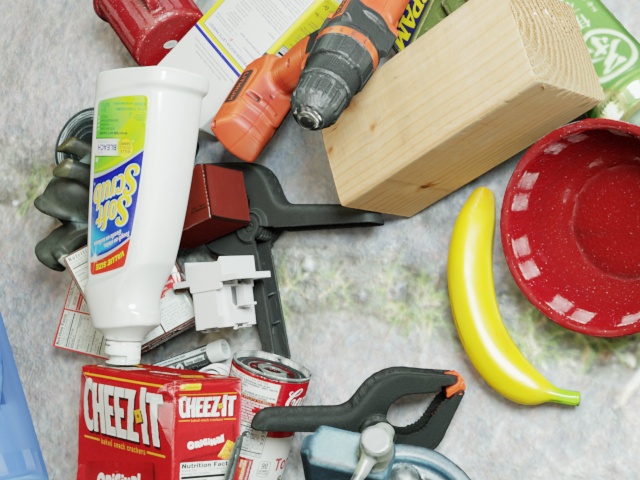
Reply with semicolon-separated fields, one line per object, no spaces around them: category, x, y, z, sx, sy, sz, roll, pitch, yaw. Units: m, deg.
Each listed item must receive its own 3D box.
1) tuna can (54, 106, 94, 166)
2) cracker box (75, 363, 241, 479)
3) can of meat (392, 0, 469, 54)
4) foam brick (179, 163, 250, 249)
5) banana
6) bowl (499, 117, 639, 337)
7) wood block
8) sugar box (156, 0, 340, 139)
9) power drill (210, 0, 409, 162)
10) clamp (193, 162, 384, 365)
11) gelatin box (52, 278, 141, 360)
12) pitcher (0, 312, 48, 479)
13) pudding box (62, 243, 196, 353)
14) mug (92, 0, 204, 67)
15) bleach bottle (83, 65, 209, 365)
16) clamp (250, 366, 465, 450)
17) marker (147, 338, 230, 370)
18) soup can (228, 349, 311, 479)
tuna can;-0.227;-0.091;1.081;0.086;0.033;0.086;-8;73;25
cracker box;-0.141;0.214;0.881;0.164;0.071;0.214;-2;85;51
can of meat;0.088;-0.209;0.922;0.084;0.057;0.102;60;145;29
foam brick;-0.110;-0.029;0.956;0.078;0.051;0.053;-21;72;36
banana;0.139;0.052;0.857;0.069;0.037;0.198;-18;69;-5
bowl;0.219;-0.011;0.803;0.162;0.055;0.162;6;99;39
wood block;0.105;-0.105;0.843;0.207;0.090;0.090;-32;62;40
sugar box;-0.070;-0.191;1.024;0.176;0.048;0.093;-45;62;13
power drill;-0.014;-0.132;0.888;0.188;0.057;0.184;-25;28;49
clamp;-0.056;0.001;0.967;0.210;0.036;0.164;34;99;33
gelatin box;-0.207;0.077;1.027;0.089;0.030;0.073;9;81;28
pitcher;-0.344;0.141;1.019;0.145;0.149;0.243;-26;68;-2
pudding box;-0.170;0.044;0.979;0.090;0.039;0.113;-29;82;-3
mug;-0.166;-0.228;1.046;0.093;0.117;0.081;-31;67;-10
bleach bottle;-0.155;-0.019;0.917;0.103;0.067;0.251;3;88;39
clamp;0.042;0.162;0.854;0.171;0.039;0.120;-21;105;1
marker;-0.139;0.117;0.986;0.121;0.020;0.020;-20;68;21
soup can;-0.053;0.151;0.894;0.069;0.068;0.102;20;99;30
